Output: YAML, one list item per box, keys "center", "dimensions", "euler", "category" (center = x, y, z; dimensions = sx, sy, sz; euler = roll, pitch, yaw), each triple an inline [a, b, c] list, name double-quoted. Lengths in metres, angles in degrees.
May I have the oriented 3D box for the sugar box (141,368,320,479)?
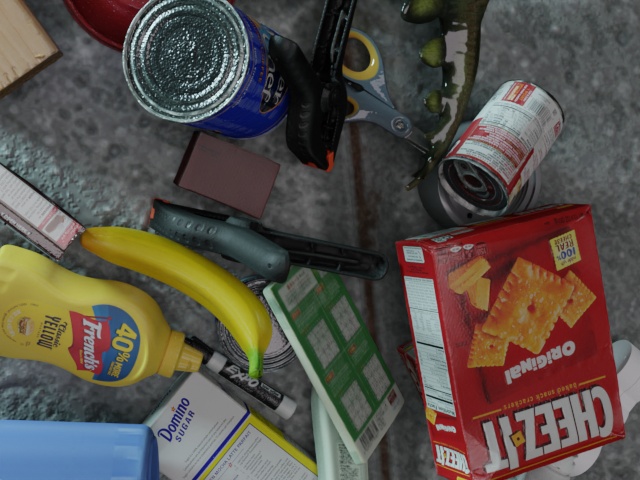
- center: [-0.077, 0.200, 0.969]
  dimensions: [0.176, 0.048, 0.093]
  euler: [41, 87, -9]
  category: "sugar box"

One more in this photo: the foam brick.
- center: [-0.082, -0.058, 0.934]
  dimensions: [0.078, 0.051, 0.053]
  euler: [23, 91, -13]
  category: "foam brick"

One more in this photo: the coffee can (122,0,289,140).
- center: [-0.083, -0.139, 0.864]
  dimensions: [0.103, 0.140, 0.103]
  euler: [0, 90, 15]
  category: "coffee can"

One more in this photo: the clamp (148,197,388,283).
- center: [-0.056, 0.001, 0.900]
  dimensions: [0.164, 0.210, 0.036]
  euler: [6, 99, -51]
  category: "clamp"

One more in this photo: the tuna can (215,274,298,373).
- center: [-0.052, 0.074, 0.964]
  dimensions: [0.086, 0.034, 0.086]
  euler: [-1, 97, -11]
  category: "tuna can"

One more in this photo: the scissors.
- center: [0.071, -0.122, 0.945]
  dimensions: [0.202, 0.016, 0.096]
  euler: [21, 89, 5]
  category: "scissors"

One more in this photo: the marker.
- center: [-0.075, 0.124, 0.973]
  dimensions: [0.121, 0.020, 0.020]
  euler: [35, 89, -13]
  category: "marker"

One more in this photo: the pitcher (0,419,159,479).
- center: [-0.258, 0.215, 0.882]
  dimensions: [0.242, 0.149, 0.145]
  euler: [0, 87, -4]
  category: "pitcher"

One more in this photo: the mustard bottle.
- center: [-0.194, 0.076, 0.914]
  dimensions: [0.191, 0.058, 0.096]
  euler: [19, 116, -9]
  category: "mustard bottle"

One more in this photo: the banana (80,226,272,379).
- center: [-0.111, 0.038, 0.911]
  dimensions: [0.198, 0.069, 0.037]
  euler: [35, 119, 10]
  category: "banana"

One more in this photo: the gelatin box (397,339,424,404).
- center: [0.109, 0.139, 0.983]
  dimensions: [0.030, 0.073, 0.089]
  euler: [-27, 101, -7]
  category: "gelatin box"

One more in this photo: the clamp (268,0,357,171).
- center: [0.001, -0.135, 0.888]
  dimensions: [0.039, 0.171, 0.120]
  euler: [27, 59, 22]
  category: "clamp"

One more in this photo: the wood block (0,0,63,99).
- center: [-0.305, -0.211, 0.854]
  dimensions: [0.091, 0.090, 0.206]
  euler: [-35, 102, -4]
  category: "wood block"

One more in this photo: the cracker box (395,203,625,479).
- center: [0.168, 0.087, 0.925]
  dimensions: [0.164, 0.072, 0.214]
  euler: [-13, 96, -21]
  category: "cracker box"

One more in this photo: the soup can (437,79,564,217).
- center: [0.154, -0.080, 0.906]
  dimensions: [0.068, 0.069, 0.102]
  euler: [44, 65, -13]
  category: "soup can"

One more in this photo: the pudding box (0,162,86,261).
- center: [-0.240, -0.026, 0.876]
  dimensions: [0.090, 0.114, 0.039]
  euler: [38, 85, -13]
  category: "pudding box"
